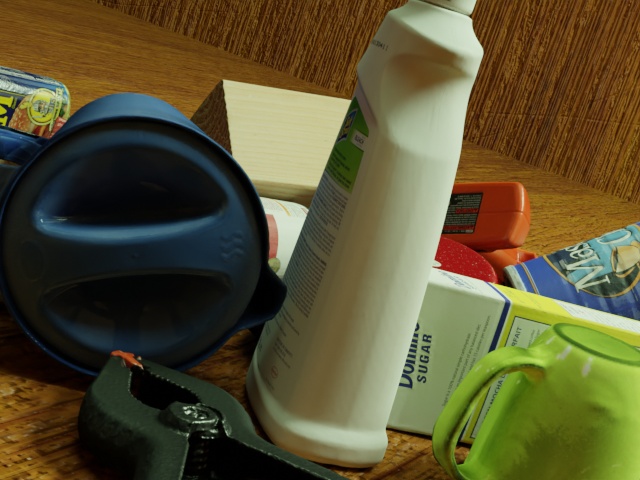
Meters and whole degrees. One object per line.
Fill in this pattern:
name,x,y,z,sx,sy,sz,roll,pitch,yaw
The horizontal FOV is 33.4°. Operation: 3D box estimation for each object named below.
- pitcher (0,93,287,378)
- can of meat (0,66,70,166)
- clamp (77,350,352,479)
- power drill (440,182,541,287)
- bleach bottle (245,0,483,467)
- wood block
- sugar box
pitcher,-0.120,-0.026,0.621,0.145,0.149,0.243,-23,17,-5
can of meat,-0.243,-0.081,0.800,0.058,0.102,0.083,27,13,36
clamp,-0.045,0.093,0.460,0.120,0.039,0.172,14,13,-28
power drill,0.172,0.017,0.865,0.185,0.057,0.187,-3,-27,40
bleach bottle,0.031,-0.017,0.553,0.068,0.251,0.103,14,13,-21
wood block,-0.002,-0.059,0.886,0.205,0.090,0.091,5,62,-30
sugar box,0.111,0.077,0.637,0.176,0.093,0.048,16,12,-14
